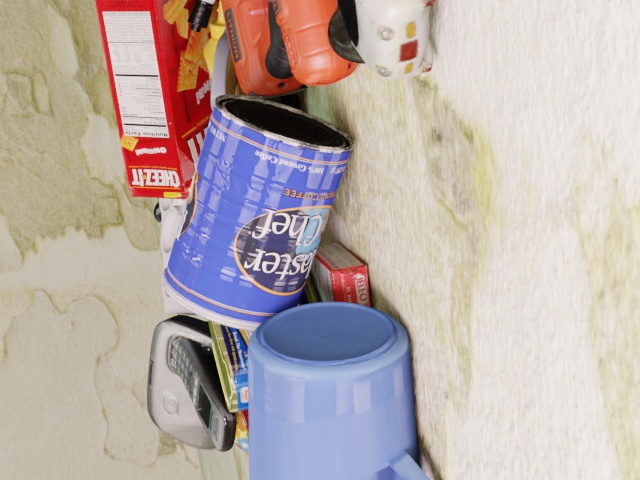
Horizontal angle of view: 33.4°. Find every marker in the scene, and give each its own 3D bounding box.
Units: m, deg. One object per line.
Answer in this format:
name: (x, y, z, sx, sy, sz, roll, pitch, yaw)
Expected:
marker: (-0.092, -0.244, 0.949, 0.121, 0.020, 0.020, -69, 21, 12)

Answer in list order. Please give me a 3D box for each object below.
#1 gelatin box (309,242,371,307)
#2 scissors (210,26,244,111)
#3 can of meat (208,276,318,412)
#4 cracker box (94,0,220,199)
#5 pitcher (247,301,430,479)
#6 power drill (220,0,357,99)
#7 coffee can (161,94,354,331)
gelatin box: (0.016, 0.046, 0.823, 0.089, 0.030, 0.073, -142, 43, -72)
scissors: (-0.072, -0.180, 0.931, 0.096, 0.016, 0.201, 86, -171, -54)
can of meat: (-0.040, 0.078, 0.826, 0.057, 0.084, 0.102, 92, 163, -47)
cracker box: (-0.132, -0.168, 1.035, 0.164, 0.072, 0.214, -48, -43, -55)
pitcher: (0.018, 0.174, 0.741, 0.145, 0.149, 0.243, -91, -1, -68)
power drill: (-0.031, -0.186, 0.762, 0.188, 0.057, 0.184, 158, 101, -78)
coffee can: (-0.046, -0.020, 0.761, 0.103, 0.102, 0.140, -125, 50, -62)
